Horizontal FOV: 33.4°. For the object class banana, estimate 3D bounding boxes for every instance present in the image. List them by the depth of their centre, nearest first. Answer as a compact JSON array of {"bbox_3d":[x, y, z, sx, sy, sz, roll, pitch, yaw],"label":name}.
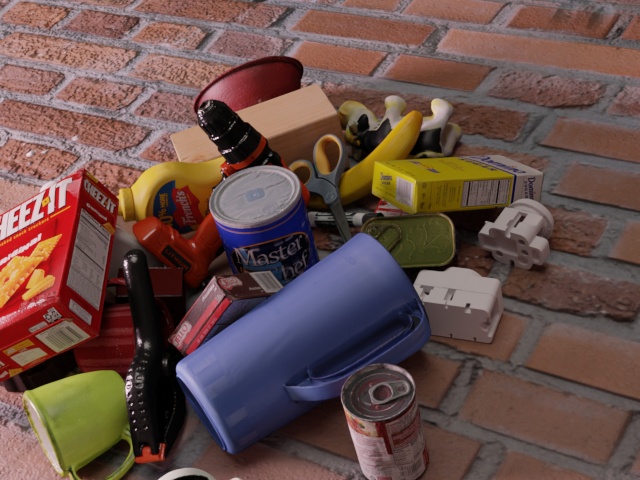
[{"bbox_3d":[0.047,-0.089,1.322,0.198,0.037,0.069,-27,74,14],"label":"banana"}]

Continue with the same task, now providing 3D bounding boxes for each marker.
[{"bbox_3d":[0.031,-0.024,1.273,0.121,0.020,0.020,2,39,45],"label":"marker"}]

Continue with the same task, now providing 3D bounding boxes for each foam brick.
[{"bbox_3d":[-0.194,0.066,1.224,0.078,0.053,0.051,-1,40,-4],"label":"foam brick"}]

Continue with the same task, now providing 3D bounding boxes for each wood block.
[{"bbox_3d":[-0.077,-0.116,1.387,0.206,0.090,0.091,-21,39,-6],"label":"wood block"}]

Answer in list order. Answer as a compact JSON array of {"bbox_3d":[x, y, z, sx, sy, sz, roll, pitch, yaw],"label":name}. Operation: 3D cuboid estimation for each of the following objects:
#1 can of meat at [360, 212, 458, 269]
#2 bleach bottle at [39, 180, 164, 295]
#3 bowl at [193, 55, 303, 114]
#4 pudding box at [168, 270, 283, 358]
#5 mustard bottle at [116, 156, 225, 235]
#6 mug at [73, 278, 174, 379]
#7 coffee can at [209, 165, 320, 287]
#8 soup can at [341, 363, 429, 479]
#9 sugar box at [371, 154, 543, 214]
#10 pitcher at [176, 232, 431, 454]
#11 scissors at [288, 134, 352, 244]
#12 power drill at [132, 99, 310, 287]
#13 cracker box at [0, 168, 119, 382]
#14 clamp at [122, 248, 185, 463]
[{"bbox_3d":[0.102,0.003,1.184,0.102,0.057,0.084,-4,-4,12],"label":"can of meat"},{"bbox_3d":[-0.290,-0.014,1.341,0.068,0.102,0.251,-50,39,-2],"label":"bleach bottle"},{"bbox_3d":[-0.089,-0.185,1.454,0.162,0.162,0.055,-21,74,-7],"label":"bowl"},{"bbox_3d":[-0.095,0.078,1.119,0.039,0.090,0.113,47,21,21],"label":"pudding box"},{"bbox_3d":[-0.167,-0.052,1.302,0.191,0.096,0.058,-7,39,-13],"label":"mustard bottle"},{"bbox_3d":[-0.217,0.099,1.161,0.082,0.117,0.093,-5,12,19],"label":"mug"},{"bbox_3d":[-0.058,0.001,1.200,0.103,0.140,0.103,-9,40,7],"label":"coffee can"},{"bbox_3d":[0.062,0.173,0.989,0.068,0.102,0.068,-9,39,7],"label":"soup can"},{"bbox_3d":[0.158,-0.067,1.227,0.176,0.048,0.093,-8,22,-27],"label":"sugar box"},{"bbox_3d":[-0.014,0.109,1.069,0.242,0.149,0.145,-32,74,-15],"label":"pitcher"},{"bbox_3d":[-0.002,-0.047,1.290,0.096,0.016,0.201,-22,46,25],"label":"scissors"},{"bbox_3d":[-0.127,-0.050,1.243,0.187,0.184,0.057,-42,31,3],"label":"power drill"},{"bbox_3d":[-0.314,0.039,1.169,0.164,0.072,0.213,-25,40,20],"label":"cracker box"},{"bbox_3d":[-0.170,0.123,1.098,0.036,0.164,0.210,-12,48,19],"label":"clamp"}]
